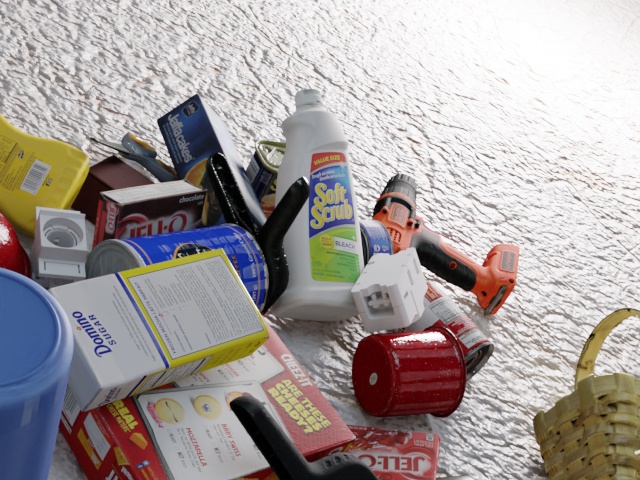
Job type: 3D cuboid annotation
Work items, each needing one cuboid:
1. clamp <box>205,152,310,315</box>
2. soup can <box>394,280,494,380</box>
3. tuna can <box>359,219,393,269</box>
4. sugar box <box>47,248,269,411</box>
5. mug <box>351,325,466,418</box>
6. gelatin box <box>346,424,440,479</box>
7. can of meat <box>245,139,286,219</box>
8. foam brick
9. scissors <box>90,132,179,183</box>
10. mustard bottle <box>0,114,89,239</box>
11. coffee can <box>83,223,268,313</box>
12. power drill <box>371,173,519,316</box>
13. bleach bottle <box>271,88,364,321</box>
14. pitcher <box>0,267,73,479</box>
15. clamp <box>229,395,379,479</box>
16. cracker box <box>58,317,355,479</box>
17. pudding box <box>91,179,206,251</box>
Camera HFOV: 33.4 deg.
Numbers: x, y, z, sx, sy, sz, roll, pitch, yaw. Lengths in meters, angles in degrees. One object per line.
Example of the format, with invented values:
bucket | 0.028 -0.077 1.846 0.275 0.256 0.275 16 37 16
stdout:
clamp | -0.057 0.001 1.045 0.120 0.171 0.039 11 25 41
soup can | 0.128 0.100 1.147 0.068 0.069 0.102 -12 51 -46
tuna can | 0.043 0.019 1.175 0.033 0.086 0.086 3 41 -32
sugar box | -0.133 0.068 0.864 0.175 0.048 0.093 -14 65 -42
mug | 0.079 0.126 1.063 0.081 0.093 0.117 0 27 -30
gelatin box | 0.061 0.204 0.961 0.089 0.030 0.073 5 33 9
can of meat | -0.042 -0.062 1.221 0.101 0.084 0.057 4 41 -33
foam brick | -0.206 -0.041 1.099 0.078 0.051 0.052 35 32 8
scissors | -0.187 -0.082 1.126 0.096 0.016 0.202 41 5 -6
mustard bottle | -0.329 -0.080 1.033 0.191 0.058 0.096 26 73 -4
coffee can | -0.134 0.042 0.994 0.140 0.103 0.103 -10 49 -44
power drill | 0.149 0.002 1.307 0.187 0.057 0.184 25 37 -2
bleach bottle | -0.009 -0.044 1.134 0.102 0.068 0.251 8 68 -36
pitcher | -0.239 0.127 0.670 0.149 0.243 0.145 -5 47 -32
clamp | -0.012 0.204 0.853 0.209 0.164 0.036 7 5 -42
cracker box | -0.102 0.151 0.900 0.213 0.072 0.164 -8 49 -45
pudding box | -0.169 -0.008 1.043 0.039 0.090 0.113 29 27 31
